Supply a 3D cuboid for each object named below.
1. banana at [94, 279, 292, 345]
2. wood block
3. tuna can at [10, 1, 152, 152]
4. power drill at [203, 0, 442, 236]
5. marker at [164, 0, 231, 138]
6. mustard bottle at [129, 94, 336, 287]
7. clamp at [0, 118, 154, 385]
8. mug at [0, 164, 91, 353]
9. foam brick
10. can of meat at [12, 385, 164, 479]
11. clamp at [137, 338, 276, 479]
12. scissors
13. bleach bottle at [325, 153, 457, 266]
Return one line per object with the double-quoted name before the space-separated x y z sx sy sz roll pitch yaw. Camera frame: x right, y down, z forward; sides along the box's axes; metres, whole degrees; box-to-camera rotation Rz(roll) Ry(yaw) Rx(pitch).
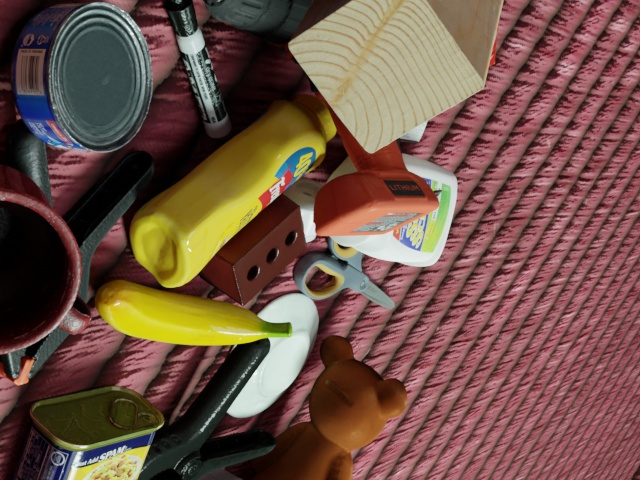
"banana" -0.106 0.053 0.792 0.197 0.070 0.037 14 63 -52
"wood block" 0.060 -0.160 0.716 0.090 0.091 0.206 51 32 -19
"tuna can" -0.138 -0.095 0.621 0.086 0.034 0.086 -17 110 -56
"power drill" 0.005 -0.098 0.728 0.057 0.188 0.184 -25 166 33
"marker" -0.082 -0.118 0.722 0.020 0.020 0.121 -45 146 -24
"mustard bottle" -0.051 -0.049 0.775 0.191 0.058 0.096 -44 173 -28
"clamp" -0.166 0.007 0.687 0.120 0.039 0.171 1 112 -51
"mug" -0.176 0.011 0.594 0.117 0.082 0.093 38 93 -28
"foam brick" -0.055 0.001 0.831 0.078 0.051 0.053 -43 146 -27
"can of meat" -0.175 0.162 0.788 0.101 0.058 0.084 -5 122 -54
"clamp" -0.115 0.172 0.892 0.209 0.036 0.165 -30 142 -33
"scissors" 0.041 0.022 1.026 0.201 0.016 0.096 8 109 -58
"bleach bottle" 0.053 -0.024 0.896 0.250 0.068 0.102 -5 111 -70
